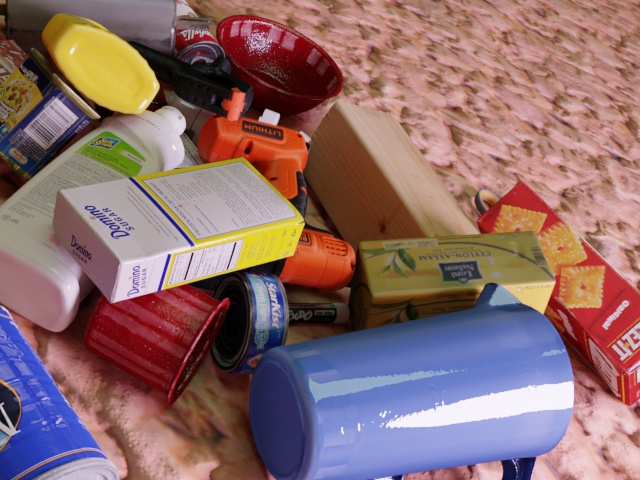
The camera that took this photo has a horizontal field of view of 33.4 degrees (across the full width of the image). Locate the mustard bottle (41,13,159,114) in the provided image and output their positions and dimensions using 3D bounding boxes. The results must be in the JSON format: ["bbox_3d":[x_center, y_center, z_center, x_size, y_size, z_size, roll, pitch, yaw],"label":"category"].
[{"bbox_3d":[-0.209,-0.168,0.980,0.096,0.058,0.192,33,4,-24],"label":"mustard bottle"}]

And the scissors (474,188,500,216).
[{"bbox_3d":[0.253,0.011,1.253,0.096,0.016,0.202,-3,46,-40],"label":"scissors"}]

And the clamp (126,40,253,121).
[{"bbox_3d":[-0.109,-0.156,1.039,0.120,0.039,0.172,-7,31,-38],"label":"clamp"}]

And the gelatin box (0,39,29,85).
[{"bbox_3d":[-0.305,-0.155,1.022,0.089,0.030,0.073,46,37,21],"label":"gelatin box"}]

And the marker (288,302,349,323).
[{"bbox_3d":[-0.027,0.065,0.963,0.120,0.020,0.020,3,43,-35],"label":"marker"}]

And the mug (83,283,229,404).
[{"bbox_3d":[-0.125,0.064,0.834,0.081,0.093,0.117,28,17,5],"label":"mug"}]

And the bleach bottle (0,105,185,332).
[{"bbox_3d":[-0.181,-0.037,0.894,0.102,0.068,0.250,29,44,7],"label":"bleach bottle"}]

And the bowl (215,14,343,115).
[{"bbox_3d":[-0.056,-0.195,1.244,0.162,0.055,0.162,20,35,-15],"label":"bowl"}]

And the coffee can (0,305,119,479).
[{"bbox_3d":[-0.207,0.123,0.674,0.102,0.103,0.140,-13,53,-46],"label":"coffee can"}]

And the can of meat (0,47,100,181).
[{"bbox_3d":[-0.252,-0.110,0.933,0.057,0.084,0.102,46,-2,-40],"label":"can of meat"}]

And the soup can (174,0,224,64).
[{"bbox_3d":[-0.159,-0.223,1.191,0.068,0.069,0.102,-4,46,-41],"label":"soup can"}]

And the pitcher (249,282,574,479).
[{"bbox_3d":[0.072,0.136,0.851,0.242,0.145,0.149,-5,44,-29],"label":"pitcher"}]

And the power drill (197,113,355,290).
[{"bbox_3d":[-0.067,-0.037,0.966,0.184,0.057,0.187,14,39,-23],"label":"power drill"}]

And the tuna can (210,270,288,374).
[{"bbox_3d":[-0.061,0.067,0.875,0.033,0.086,0.086,7,41,-29],"label":"tuna can"}]

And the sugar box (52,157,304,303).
[{"bbox_3d":[-0.108,-0.012,0.826,0.175,0.048,0.093,-16,48,-39],"label":"sugar box"}]

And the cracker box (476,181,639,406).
[{"bbox_3d":[0.261,0.058,1.086,0.214,0.072,0.164,50,0,25],"label":"cracker box"}]

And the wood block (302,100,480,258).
[{"bbox_3d":[0.069,-0.040,1.104,0.090,0.091,0.206,7,40,-41],"label":"wood block"}]
